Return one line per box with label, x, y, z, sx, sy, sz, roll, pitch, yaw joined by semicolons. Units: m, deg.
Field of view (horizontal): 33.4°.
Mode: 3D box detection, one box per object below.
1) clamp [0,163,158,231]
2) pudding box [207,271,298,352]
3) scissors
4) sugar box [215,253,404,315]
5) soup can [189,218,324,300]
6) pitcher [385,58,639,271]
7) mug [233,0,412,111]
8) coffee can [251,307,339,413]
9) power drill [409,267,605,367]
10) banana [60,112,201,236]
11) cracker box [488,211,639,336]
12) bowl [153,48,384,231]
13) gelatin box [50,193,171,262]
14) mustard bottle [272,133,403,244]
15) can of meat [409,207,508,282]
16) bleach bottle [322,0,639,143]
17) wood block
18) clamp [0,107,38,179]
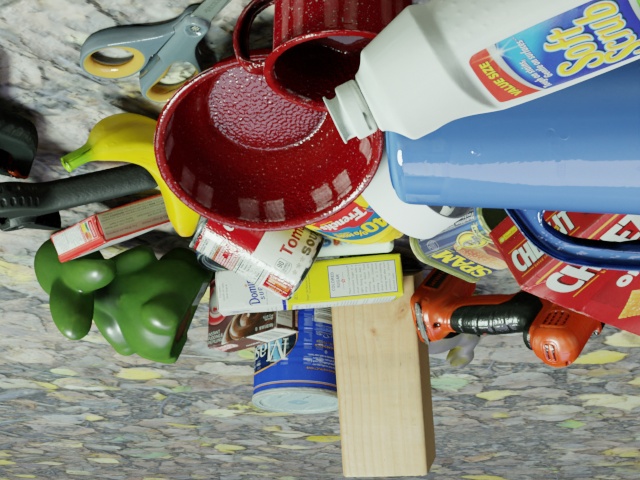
clamp;-0.260;-0.026;0.903;0.209;0.036;0.165;-12;174;-43
pudding box;-0.073;0.065;1.138;0.114;0.090;0.039;-19;153;39
scissors;-0.103;-0.143;0.701;0.096;0.016;0.202;7;158;-17
sugar box;-0.012;0.043;1.036;0.176;0.048;0.093;-3;173;-3
soup can;-0.056;0.001;0.951;0.102;0.068;0.069;30;154;-4
pitcher;0.170;-0.068;0.718;0.243;0.149;0.145;0;159;12
mug;0.003;-0.131;0.637;0.117;0.081;0.093;-9;157;22
coffee can;-0.023;0.114;1.190;0.103;0.140;0.103;1;159;0
power drill;0.198;0.052;1.058;0.188;0.184;0.057;0;119;36
banana;-0.136;-0.058;0.867;0.069;0.037;0.197;-41;153;6
cracker box;0.271;-0.006;0.881;0.213;0.072;0.164;20;125;-41
bowl;-0.037;-0.081;0.763;0.162;0.055;0.162;-2;135;-2
gelatin box;-0.189;-0.013;0.974;0.073;0.030;0.089;-19;-178;42
mustard bottle;0.017;-0.039;0.908;0.096;0.058;0.191;-19;152;30
can of meat;0.147;-0.008;0.984;0.101;0.057;0.084;23;148;-37
bleach bottle;0.122;-0.116;0.570;0.251;0.068;0.102;-26;151;5
wood block;0.068;0.139;1.136;0.090;0.206;0.090;-4;-179;13
clamp;-0.280;-0.088;0.819;0.120;0.039;0.171;1;159;6
